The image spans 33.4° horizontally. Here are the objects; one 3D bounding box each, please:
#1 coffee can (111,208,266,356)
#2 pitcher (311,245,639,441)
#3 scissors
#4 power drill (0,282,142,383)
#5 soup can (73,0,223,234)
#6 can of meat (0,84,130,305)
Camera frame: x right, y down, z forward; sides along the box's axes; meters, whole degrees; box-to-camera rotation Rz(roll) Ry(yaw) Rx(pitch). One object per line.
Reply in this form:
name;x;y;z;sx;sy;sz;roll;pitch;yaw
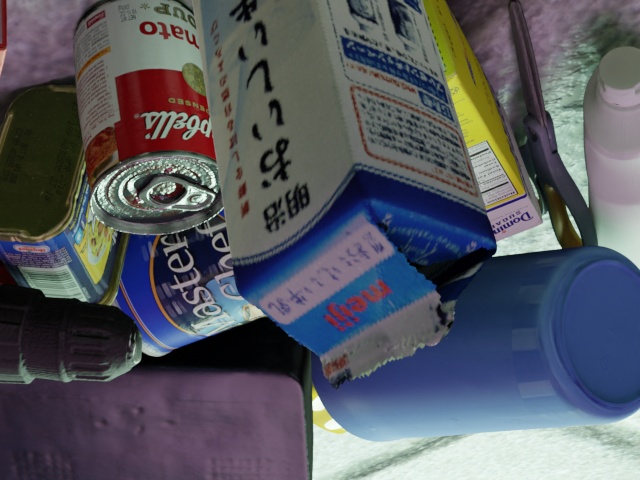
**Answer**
coffee can;-0.054;0.001;0.653;0.140;0.103;0.102;-20;150;13
pitcher;0.117;0.077;0.738;0.149;0.145;0.243;-18;-178;-34
scissors;0.130;-0.071;0.673;0.016;0.096;0.201;-32;120;-8
power drill;-0.184;0.014;0.494;0.184;0.057;0.188;4;149;2
soup can;-0.085;-0.063;0.529;0.068;0.102;0.068;-10;151;-6
can of meat;-0.141;-0.022;0.580;0.057;0.102;0.084;3;149;7
